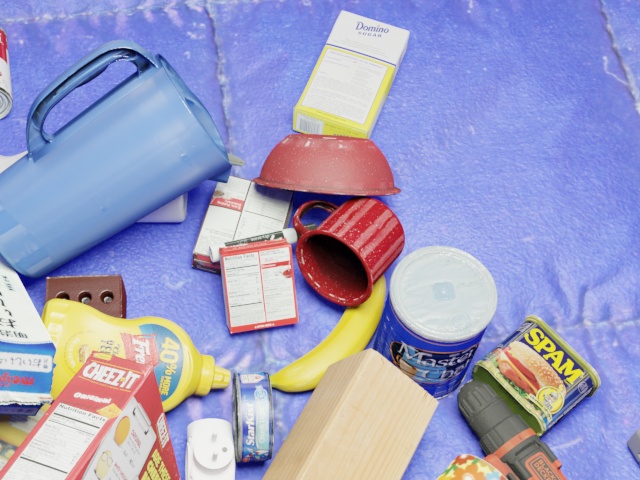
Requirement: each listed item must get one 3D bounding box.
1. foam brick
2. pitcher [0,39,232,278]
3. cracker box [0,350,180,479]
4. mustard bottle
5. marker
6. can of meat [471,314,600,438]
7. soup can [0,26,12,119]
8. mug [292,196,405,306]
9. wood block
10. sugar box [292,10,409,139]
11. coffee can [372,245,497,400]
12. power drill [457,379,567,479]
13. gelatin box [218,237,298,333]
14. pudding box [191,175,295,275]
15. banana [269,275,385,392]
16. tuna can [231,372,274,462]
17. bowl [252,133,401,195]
[{"bbox_3d":[-0.238,0.070,1.089,0.078,0.051,0.053,-2,58,-7],"label":"foam brick"},{"bbox_3d":[-0.223,-0.076,1.062,0.243,0.145,0.149,-33,78,3],"label":"pitcher"},{"bbox_3d":[-0.208,0.225,0.902,0.072,0.164,0.213,14,45,19],"label":"cracker box"},{"bbox_3d":[-0.181,0.120,1.042,0.191,0.058,0.096,13,79,-19],"label":"mustard bottle"},{"bbox_3d":[-0.057,0.001,1.125,0.121,0.020,0.020,-13,60,-15],"label":"marker"},{"bbox_3d":[0.216,0.140,1.085,0.083,0.057,0.102,-35,67,-22],"label":"can of meat"},{"bbox_3d":[-0.394,-0.196,1.235,0.068,0.068,0.102,-8,60,-11],"label":"soup can"},{"bbox_3d":[0.025,0.000,1.103,0.117,0.093,0.081,36,50,11],"label":"mug"},{"bbox_3d":[0.013,0.213,0.984,0.090,0.090,0.205,40,59,-12],"label":"wood block"},{"bbox_3d":[0.039,-0.194,1.289,0.093,0.048,0.176,19,54,7],"label":"sugar box"},{"bbox_3d":[0.110,0.085,1.060,0.102,0.140,0.103,2,57,-4],"label":"coffee can"},{"bbox_3d":[0.141,0.241,1.012,0.187,0.057,0.184,-28,64,-21],"label":"power drill"},{"bbox_3d":[-0.064,0.046,1.104,0.073,0.089,0.030,-8,15,-11],"label":"gelatin box"},{"bbox_3d":[-0.083,-0.012,1.165,0.090,0.039,0.113,15,60,1],"label":"pudding box"},{"bbox_3d":[0.017,0.095,1.106,0.070,0.037,0.197,38,62,18],"label":"banana"},{"bbox_3d":[-0.065,0.169,1.023,0.033,0.086,0.086,-1,58,-8],"label":"tuna can"},{"bbox_3d":[0.009,-0.084,1.149,0.162,0.162,0.055,3,99,-3],"label":"bowl"}]
